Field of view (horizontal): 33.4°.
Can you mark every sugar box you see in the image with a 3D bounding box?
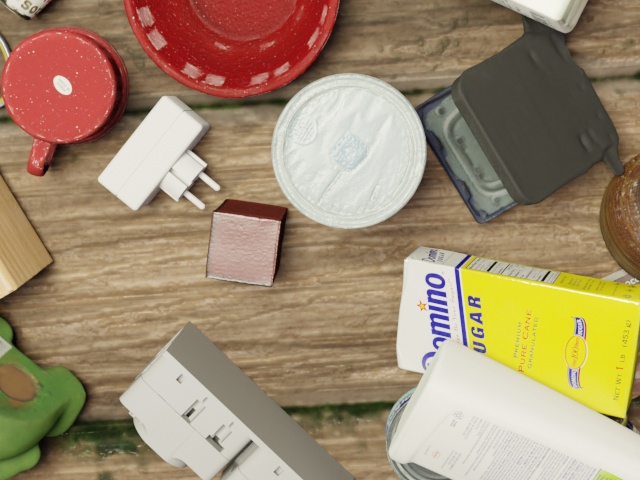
[{"bbox_3d":[0.146,0.066,0.796,0.176,0.048,0.093,9,108,19],"label":"sugar box"}]

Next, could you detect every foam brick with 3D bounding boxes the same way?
[{"bbox_3d":[-0.055,0.001,0.814,0.051,0.078,0.053,7,100,1],"label":"foam brick"}]

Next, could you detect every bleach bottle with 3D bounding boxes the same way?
[{"bbox_3d":[0.182,0.167,0.769,0.251,0.068,0.103,26,131,4],"label":"bleach bottle"}]

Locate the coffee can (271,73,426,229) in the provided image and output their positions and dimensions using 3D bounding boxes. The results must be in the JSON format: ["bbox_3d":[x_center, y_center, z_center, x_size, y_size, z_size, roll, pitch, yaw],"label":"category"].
[{"bbox_3d":[0.021,-0.067,0.770,0.103,0.140,0.103,0,97,2],"label":"coffee can"}]

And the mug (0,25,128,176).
[{"bbox_3d":[-0.196,-0.104,0.796,0.093,0.081,0.117,22,95,-10],"label":"mug"}]

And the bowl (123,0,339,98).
[{"bbox_3d":[-0.063,-0.190,0.792,0.162,0.055,0.162,2,108,7],"label":"bowl"}]

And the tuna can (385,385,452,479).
[{"bbox_3d":[0.094,0.157,0.849,0.086,0.033,0.086,0,97,2],"label":"tuna can"}]
